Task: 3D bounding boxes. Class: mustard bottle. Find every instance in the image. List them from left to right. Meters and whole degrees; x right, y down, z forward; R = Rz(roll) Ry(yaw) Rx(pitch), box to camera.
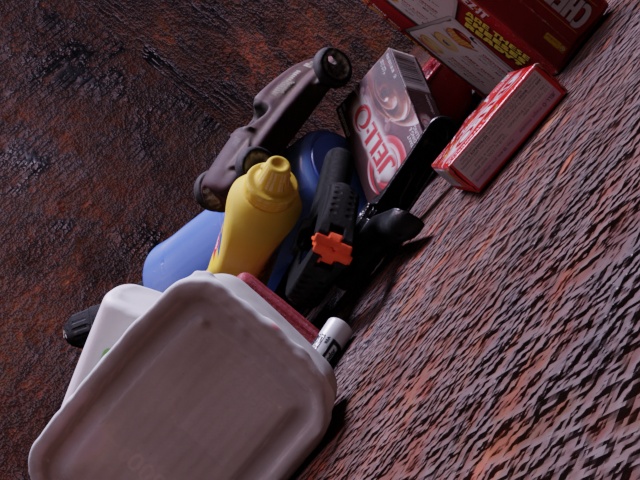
[{"bbox_3d":[-0.056,0.001,0.859,0.192,0.058,0.096,115,180,-49],"label":"mustard bottle"}]

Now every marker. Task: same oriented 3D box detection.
[{"bbox_3d":[-0.017,0.098,0.673,0.121,0.020,0.020,-53,6,-31],"label":"marker"}]

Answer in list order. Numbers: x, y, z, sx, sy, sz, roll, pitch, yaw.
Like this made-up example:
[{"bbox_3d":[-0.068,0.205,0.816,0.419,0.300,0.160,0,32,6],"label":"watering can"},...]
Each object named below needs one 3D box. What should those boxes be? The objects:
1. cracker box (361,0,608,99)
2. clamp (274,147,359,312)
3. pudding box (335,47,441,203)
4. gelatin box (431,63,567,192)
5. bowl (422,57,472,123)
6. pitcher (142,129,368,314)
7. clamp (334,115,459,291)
[{"bbox_3d":[0.115,-0.195,0.846,0.072,0.164,0.214,-52,5,-2],"label":"cracker box"},{"bbox_3d":[-0.006,0.012,0.803,0.210,0.036,0.164,-113,44,-81],"label":"clamp"},{"bbox_3d":[0.064,-0.098,0.948,0.090,0.039,0.113,-45,49,41],"label":"pudding box"},{"bbox_3d":[0.116,-0.074,0.709,0.089,0.030,0.073,-50,5,2],"label":"gelatin box"},{"bbox_3d":[0.101,-0.123,1.062,0.162,0.055,0.162,-49,5,5],"label":"bowl"},{"bbox_3d":[-0.050,0.010,1.022,0.243,0.149,0.144,-37,3,36],"label":"pitcher"},{"bbox_3d":[0.044,-0.007,0.801,0.172,0.039,0.120,-56,1,40],"label":"clamp"}]
